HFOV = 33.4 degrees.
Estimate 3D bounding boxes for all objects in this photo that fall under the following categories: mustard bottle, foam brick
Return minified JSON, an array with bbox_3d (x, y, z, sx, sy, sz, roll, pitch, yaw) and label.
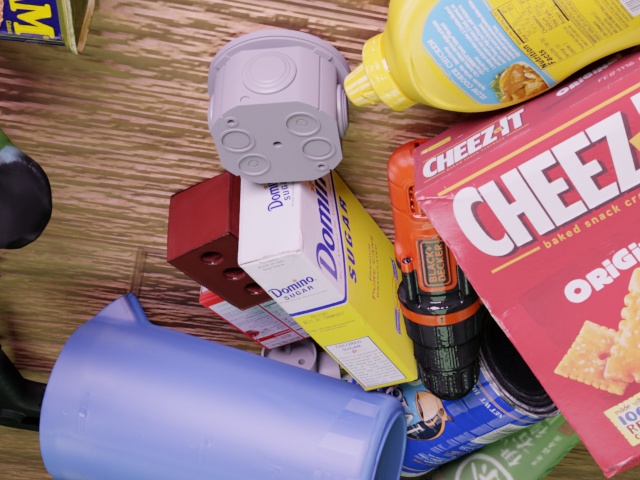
[{"bbox_3d":[0.092,-0.111,0.514,0.192,0.058,0.096,-24,137,32],"label":"mustard bottle"},{"bbox_3d":[-0.055,0.001,0.691,0.053,0.051,0.078,-22,140,30],"label":"foam brick"}]

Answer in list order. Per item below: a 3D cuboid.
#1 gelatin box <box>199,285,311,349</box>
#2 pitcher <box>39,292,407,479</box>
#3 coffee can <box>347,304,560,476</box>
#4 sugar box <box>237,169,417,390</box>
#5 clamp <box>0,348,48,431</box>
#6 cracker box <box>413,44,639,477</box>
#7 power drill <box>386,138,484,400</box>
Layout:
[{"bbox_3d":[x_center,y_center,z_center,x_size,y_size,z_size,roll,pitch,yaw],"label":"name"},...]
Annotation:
[{"bbox_3d":[-0.032,0.041,0.771,0.073,0.030,0.089,-21,141,27],"label":"gelatin box"},{"bbox_3d":[-0.068,0.149,0.768,0.243,0.144,0.149,11,138,18],"label":"pitcher"},{"bbox_3d":[0.101,0.107,0.800,0.102,0.103,0.141,23,140,-30],"label":"coffee can"},{"bbox_3d":[0.009,0.016,0.675,0.048,0.093,0.176,-15,144,19],"label":"sugar box"},{"bbox_3d":[-0.255,0.128,0.879,0.165,0.036,0.209,-13,151,36],"label":"clamp"},{"bbox_3d":[0.173,0.007,0.576,0.164,0.072,0.213,-30,111,19],"label":"cracker box"},{"bbox_3d":[0.140,0.016,0.657,0.188,0.057,0.184,-7,121,6],"label":"power drill"}]
